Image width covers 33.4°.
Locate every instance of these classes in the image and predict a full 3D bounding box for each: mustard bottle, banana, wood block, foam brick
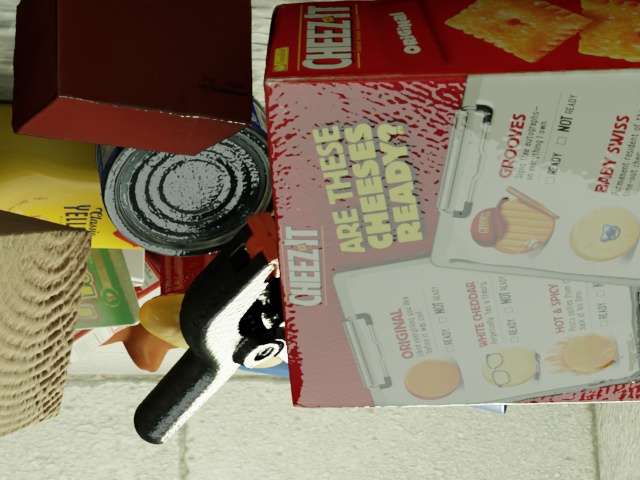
[{"bbox_3d":[-0.094,-0.030,0.563,0.191,0.058,0.096,0,148,-15],"label":"mustard bottle"},{"bbox_3d":[-0.056,0.059,0.658,0.069,0.037,0.198,-4,169,4],"label":"banana"},{"bbox_3d":[-0.220,0.018,0.475,0.206,0.091,0.090,13,-175,14],"label":"wood block"},{"bbox_3d":[-0.070,-0.065,0.397,0.078,0.053,0.051,6,167,-33],"label":"foam brick"}]

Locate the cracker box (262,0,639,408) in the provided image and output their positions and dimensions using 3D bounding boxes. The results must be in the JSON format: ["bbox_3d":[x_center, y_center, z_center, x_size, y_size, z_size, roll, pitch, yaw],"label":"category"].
[{"bbox_3d":[0.090,-0.014,0.430,0.213,0.072,0.164,-1,127,3],"label":"cracker box"}]

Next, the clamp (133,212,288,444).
[{"bbox_3d":[-0.029,0.045,0.561,0.120,0.039,0.172,-19,153,-34],"label":"clamp"}]

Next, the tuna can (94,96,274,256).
[{"bbox_3d":[-0.061,-0.033,0.500,0.086,0.034,0.086,-9,134,-9],"label":"tuna can"}]
